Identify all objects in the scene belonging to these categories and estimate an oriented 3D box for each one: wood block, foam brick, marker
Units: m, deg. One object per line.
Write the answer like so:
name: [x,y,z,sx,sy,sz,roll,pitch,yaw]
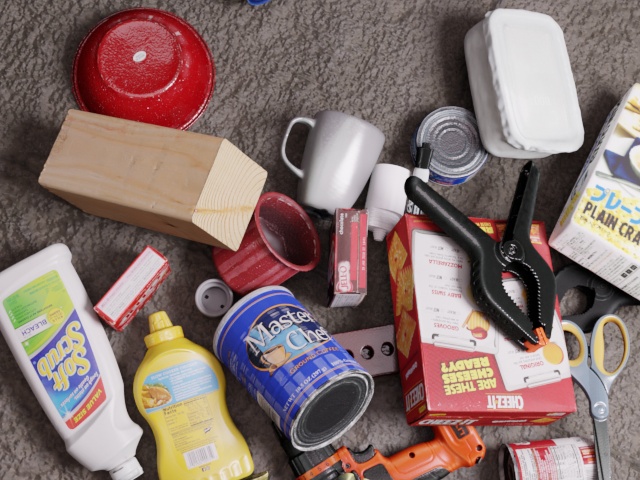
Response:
wood block: [-0.173,-0.063,1.090,0.206,0.090,0.090,14,77,31]
foam brick: [0.047,0.122,1.140,0.078,0.051,0.053,-10,80,-6]
marker: [0.106,-0.048,1.172,0.020,0.020,0.121,8,100,-3]

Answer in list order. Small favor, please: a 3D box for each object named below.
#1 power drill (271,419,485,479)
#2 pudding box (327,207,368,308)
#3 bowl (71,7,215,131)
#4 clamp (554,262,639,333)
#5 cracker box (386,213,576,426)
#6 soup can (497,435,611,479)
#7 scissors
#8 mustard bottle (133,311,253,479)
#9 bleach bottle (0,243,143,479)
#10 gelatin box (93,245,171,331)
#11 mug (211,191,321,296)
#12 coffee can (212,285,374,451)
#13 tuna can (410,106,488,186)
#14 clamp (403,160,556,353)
power drill: [0.062,0.216,1.123,0.187,0.057,0.184,-31,83,-7]
pudding box: [0.028,0.021,1.126,0.039,0.113,0.090,3,78,0]
bowl: [-0.197,-0.192,1.179,0.162,0.055,0.162,1,79,-5]
clamp: [0.317,0.057,1.181,0.171,0.039,0.120,-39,78,-7]
cracker box: [0.163,0.083,1.114,0.164,0.072,0.213,3,65,-16]
soup can: [0.246,0.243,1.124,0.102,0.068,0.068,-5,80,-6]
scissors: [0.273,0.166,1.116,0.096,0.016,0.201,16,67,6]
mustard bottle: [-0.142,0.166,1.113,0.096,0.058,0.191,-18,82,-6]
bleach bottle: [-0.251,0.135,1.110,0.102,0.068,0.251,-30,85,-9]
gelatin box: [-0.196,0.052,1.123,0.030,0.073,0.089,38,79,3]
mug: [-0.057,0.001,1.133,0.093,0.082,0.117,43,35,-18]
coffee can: [-0.029,0.127,1.079,0.102,0.102,0.140,-39,54,-10]
tuna can: [0.146,-0.106,1.200,0.086,0.034,0.086,1,79,-4]
clamp: [0.193,0.010,1.094,0.164,0.036,0.210,-16,72,-27]
